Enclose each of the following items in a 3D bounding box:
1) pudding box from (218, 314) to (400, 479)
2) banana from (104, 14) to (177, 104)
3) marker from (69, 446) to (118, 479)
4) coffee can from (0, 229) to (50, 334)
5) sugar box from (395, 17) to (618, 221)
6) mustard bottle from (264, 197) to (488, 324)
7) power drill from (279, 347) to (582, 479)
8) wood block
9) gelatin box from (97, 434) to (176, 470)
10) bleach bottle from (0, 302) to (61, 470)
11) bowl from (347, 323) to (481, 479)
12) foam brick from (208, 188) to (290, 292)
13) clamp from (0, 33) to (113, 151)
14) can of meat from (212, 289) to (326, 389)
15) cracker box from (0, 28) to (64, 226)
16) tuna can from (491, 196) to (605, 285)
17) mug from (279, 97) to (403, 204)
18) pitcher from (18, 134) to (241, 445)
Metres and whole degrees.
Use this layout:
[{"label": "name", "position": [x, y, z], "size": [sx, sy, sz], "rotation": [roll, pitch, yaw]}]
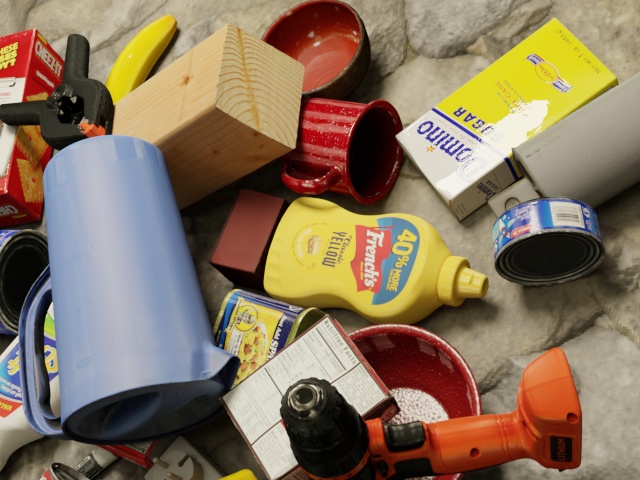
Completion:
[{"label": "pudding box", "position": [-0.009, 0.126, 0.820], "size": [0.113, 0.039, 0.090], "rotation": [-37, 56, 0]}, {"label": "banana", "position": [-0.199, -0.156, 1.134], "size": [0.069, 0.037, 0.197], "rotation": [3, 65, 7]}, {"label": "marker", "position": [-0.232, 0.224, 0.951], "size": [0.121, 0.020, 0.020], "rotation": [-39, 55, 1]}, {"label": "coffee can", "position": [-0.342, 0.039, 1.051], "size": [0.140, 0.102, 0.102], "rotation": [1, 64, 25]}, {"label": "sugar box", "position": [0.163, -0.106, 0.931], "size": [0.176, 0.048, 0.093], "rotation": [-36, 55, 2]}, {"label": "mustard bottle", "position": [0.050, 0.023, 0.906], "size": [0.192, 0.058, 0.096], "rotation": [11, 70, 29]}, {"label": "power drill", "position": [0.075, 0.124, 0.707], "size": [0.188, 0.184, 0.057], "rotation": [-12, 59, 7]}, {"label": "wood block", "position": [-0.118, -0.103, 0.983], "size": [0.207, 0.090, 0.091], "rotation": [-23, 51, 45]}, {"label": "gelatin box", "position": [-0.155, 0.150, 0.938], "size": [0.073, 0.030, 0.089], "rotation": [17, 60, 27]}, {"label": "bleach bottle", "position": [-0.255, 0.132, 0.987], "size": [0.251, 0.068, 0.103], "rotation": [-48, 57, -2]}, {"label": "bowl", "position": [0.054, 0.149, 0.837], "size": [0.162, 0.055, 0.162], "rotation": [-11, 60, 19]}, {"label": "foam brick", "position": [-0.056, 0.001, 0.971], "size": [0.051, 0.053, 0.078], "rotation": [11, 70, 29]}, {"label": "clamp", "position": [-0.258, -0.129, 1.051], "size": [0.120, 0.039, 0.172], "rotation": [-44, 41, 9]}, {"label": "can of meat", "position": [-0.049, 0.098, 0.907], "size": [0.084, 0.057, 0.102], "rotation": [14, 79, 32]}, {"label": "cracker box", "position": [-0.377, -0.113, 1.169], "size": [0.164, 0.072, 0.213], "rotation": [-10, 59, 18]}, {"label": "tuna can", "position": [0.178, 0.001, 0.842], "size": [0.086, 0.086, 0.034], "rotation": [-13, 57, 18]}, {"label": "mug", "position": [0.010, -0.077, 0.955], "size": [0.082, 0.093, 0.117], "rotation": [13, 45, 35]}, {"label": "pitcher", "position": [-0.171, 0.042, 0.885], "size": [0.149, 0.145, 0.243], "rotation": [-2, 61, -26]}]
